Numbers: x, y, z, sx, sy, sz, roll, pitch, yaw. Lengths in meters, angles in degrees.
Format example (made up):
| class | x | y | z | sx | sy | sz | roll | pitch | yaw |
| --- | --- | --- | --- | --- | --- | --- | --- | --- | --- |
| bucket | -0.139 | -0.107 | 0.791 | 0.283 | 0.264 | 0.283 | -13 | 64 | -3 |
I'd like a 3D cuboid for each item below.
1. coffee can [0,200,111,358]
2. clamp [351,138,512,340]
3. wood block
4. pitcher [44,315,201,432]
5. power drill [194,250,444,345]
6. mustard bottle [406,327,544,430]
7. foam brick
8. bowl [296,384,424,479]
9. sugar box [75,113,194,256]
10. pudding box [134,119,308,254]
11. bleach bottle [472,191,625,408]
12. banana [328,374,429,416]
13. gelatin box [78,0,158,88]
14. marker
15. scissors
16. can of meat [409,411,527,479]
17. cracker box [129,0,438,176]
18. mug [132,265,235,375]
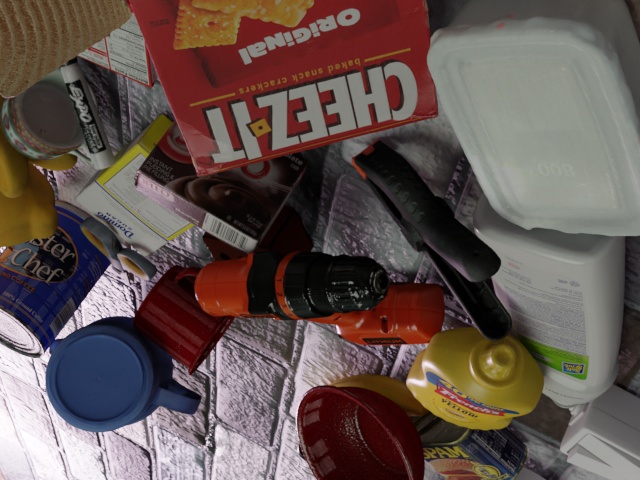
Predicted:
| class | x | y | z | sx | sy | sz | roll | pitch | yaw |
| --- | --- | --- | --- | --- | --- | --- | --- | --- | --- |
| coffee can | -0.300 | 0.041 | 1.148 | 0.103 | 0.140 | 0.103 | 23 | 149 | 15 |
| clamp | 0.083 | -0.003 | 0.771 | 0.172 | 0.039 | 0.120 | 55 | 170 | 38 |
| wood block | -0.191 | -0.183 | 0.664 | 0.090 | 0.091 | 0.206 | 56 | -178 | -35 |
| pitcher | -0.222 | 0.150 | 1.173 | 0.243 | 0.149 | 0.145 | 143 | 105 | -82 |
| power drill | 0.019 | 0.046 | 0.868 | 0.185 | 0.057 | 0.187 | -2 | 167 | 41 |
| mustard bottle | 0.127 | 0.109 | 0.857 | 0.096 | 0.058 | 0.192 | 26 | 164 | 5 |
| foam brick | -0.056 | 0.001 | 0.958 | 0.078 | 0.051 | 0.053 | 9 | 142 | 35 |
| bowl | 0.050 | 0.204 | 1.056 | 0.162 | 0.055 | 0.162 | 27 | 131 | 37 |
| sugar box | -0.154 | -0.047 | 0.985 | 0.093 | 0.048 | 0.177 | 41 | 152 | -15 |
| pudding box | -0.080 | -0.053 | 0.863 | 0.113 | 0.090 | 0.039 | 32 | 152 | -1 |
| bleach bottle | 0.179 | 0.054 | 0.815 | 0.103 | 0.068 | 0.251 | 22 | 152 | 27 |
| banana | 0.041 | 0.174 | 1.127 | 0.069 | 0.037 | 0.198 | 51 | 142 | -2 |
| gelatin box | -0.158 | -0.168 | 0.826 | 0.073 | 0.030 | 0.089 | 23 | 149 | 12 |
| marker | -0.203 | -0.119 | 0.909 | 0.020 | 0.020 | 0.121 | 1 | 116 | 41 |
| scissors | -0.197 | 0.032 | 1.118 | 0.096 | 0.016 | 0.201 | 31 | 164 | 19 |
| can of meat | 0.143 | 0.203 | 1.067 | 0.084 | 0.057 | 0.102 | 43 | 148 | -22 |
| cracker box | -0.025 | -0.147 | 0.620 | 0.164 | 0.072 | 0.213 | -14 | 138 | 2 |
| mug | -0.137 | 0.072 | 1.106 | 0.081 | 0.093 | 0.117 | 35 | 133 | 3 |
